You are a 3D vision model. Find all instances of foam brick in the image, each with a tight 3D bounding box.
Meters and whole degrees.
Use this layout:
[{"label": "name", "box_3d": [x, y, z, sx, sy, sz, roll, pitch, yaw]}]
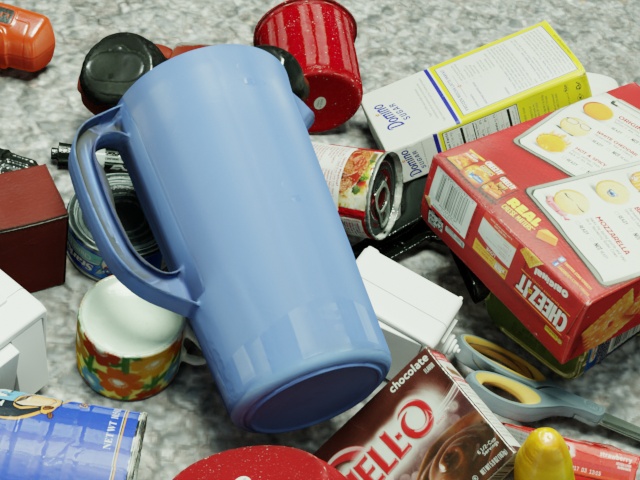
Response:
[{"label": "foam brick", "box_3d": [-0.210, -0.005, 0.748, 0.051, 0.078, 0.053, -16, 58, -27]}]

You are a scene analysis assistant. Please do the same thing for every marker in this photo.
[{"label": "marker", "box_3d": [-0.154, -0.064, 0.853, 0.121, 0.020, 0.020, 4, 49, -11]}]

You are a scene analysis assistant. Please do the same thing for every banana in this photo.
[{"label": "banana", "box_3d": [0.164, 0.177, 0.657, 0.197, 0.070, 0.037, 47, 42, -26]}]

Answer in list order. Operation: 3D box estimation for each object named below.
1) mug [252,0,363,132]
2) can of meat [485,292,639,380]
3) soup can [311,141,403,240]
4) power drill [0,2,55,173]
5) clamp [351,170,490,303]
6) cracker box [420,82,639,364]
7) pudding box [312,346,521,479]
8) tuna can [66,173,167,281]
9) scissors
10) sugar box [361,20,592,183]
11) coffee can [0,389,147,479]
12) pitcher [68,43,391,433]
[{"label": "mug", "box_3d": [-0.020, -0.144, 0.919, 0.117, 0.093, 0.081, -16, 55, 10]}, {"label": "can of meat", "box_3d": [0.188, 0.048, 0.810, 0.083, 0.057, 0.102, -28, 48, -30]}, {"label": "soup can", "box_3d": [0.004, -0.041, 0.821, 0.102, 0.068, 0.068, 10, 44, 24]}, {"label": "power drill", "box_3d": [-0.277, -0.111, 0.835, 0.184, 0.057, 0.187, 17, 48, 0]}, {"label": "clamp", "box_3d": [0.102, -0.011, 0.844, 0.120, 0.039, 0.171, 20, 47, 25]}, {"label": "cracker box", "box_3d": [0.206, -0.021, 0.784, 0.213, 0.072, 0.164, -21, 52, -28]}, {"label": "pudding box", "box_3d": [0.060, 0.138, 0.676, 0.113, 0.039, 0.090, -44, 61, 8]}, {"label": "tuna can", "box_3d": [-0.147, -0.010, 0.797, 0.086, 0.034, 0.086, 7, 49, -8]}, {"label": "scissors", "box_3d": [0.182, 0.126, 0.757, 0.202, 0.016, 0.096, 29, 23, 11]}, {"label": "sugar box", "box_3d": [0.129, -0.117, 0.900, 0.176, 0.048, 0.093, -23, 40, 4]}, {"label": "coffee can", "box_3d": [-0.179, 0.138, 0.615, 0.140, 0.103, 0.102, 11, 48, -6]}, {"label": "pitcher", "box_3d": [-0.055, 0.001, 0.707, 0.149, 0.145, 0.243, -28, 63, 10]}]
